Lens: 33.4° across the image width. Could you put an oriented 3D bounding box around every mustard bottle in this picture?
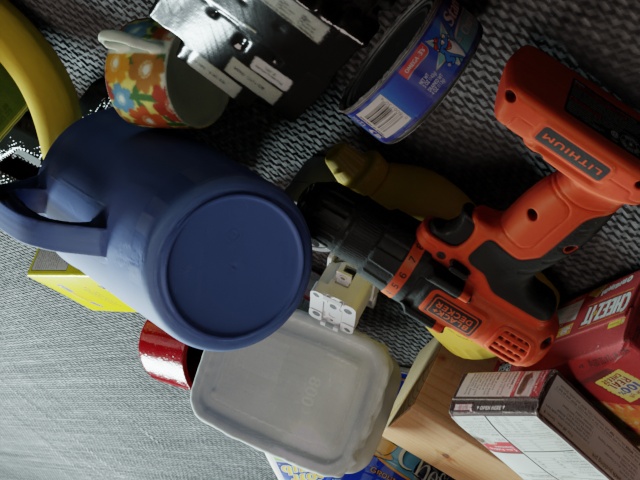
[{"bbox_3d":[0.073,0.002,0.738,0.191,0.058,0.096,44,140,-21],"label":"mustard bottle"}]

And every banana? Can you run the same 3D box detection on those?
[{"bbox_3d":[-0.232,-0.130,0.800,0.198,0.069,0.037,61,173,-8],"label":"banana"}]

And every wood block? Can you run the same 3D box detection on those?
[{"bbox_3d":[0.166,0.164,0.870,0.206,0.090,0.091,30,152,0],"label":"wood block"}]

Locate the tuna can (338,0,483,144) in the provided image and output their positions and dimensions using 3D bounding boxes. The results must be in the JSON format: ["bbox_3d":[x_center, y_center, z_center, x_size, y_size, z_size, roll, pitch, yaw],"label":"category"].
[{"bbox_3d":[0.049,-0.095,0.582,0.033,0.086,0.086,36,151,-13],"label":"tuna can"}]

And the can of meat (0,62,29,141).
[{"bbox_3d":[-0.292,-0.102,0.871,0.084,0.102,0.057,-6,134,44],"label":"can of meat"}]

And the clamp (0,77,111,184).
[{"bbox_3d":[-0.213,-0.072,0.893,0.210,0.036,0.164,13,133,31],"label":"clamp"}]

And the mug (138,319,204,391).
[{"bbox_3d":[-0.119,0.114,1.056,0.082,0.093,0.117,7,141,44],"label":"mug"}]

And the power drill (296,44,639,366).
[{"bbox_3d":[0.094,-0.022,0.629,0.184,0.057,0.188,30,134,-5],"label":"power drill"}]

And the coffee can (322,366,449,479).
[{"bbox_3d":[0.067,0.200,0.963,0.103,0.140,0.103,23,150,14],"label":"coffee can"}]

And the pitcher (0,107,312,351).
[{"bbox_3d":[-0.112,-0.010,0.718,0.145,0.149,0.243,51,168,-27],"label":"pitcher"}]

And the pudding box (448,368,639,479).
[{"bbox_3d":[0.157,0.135,0.736,0.113,0.039,0.090,40,152,-23],"label":"pudding box"}]

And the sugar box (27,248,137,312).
[{"bbox_3d":[-0.197,0.036,1.035,0.177,0.048,0.093,1,155,46],"label":"sugar box"}]
